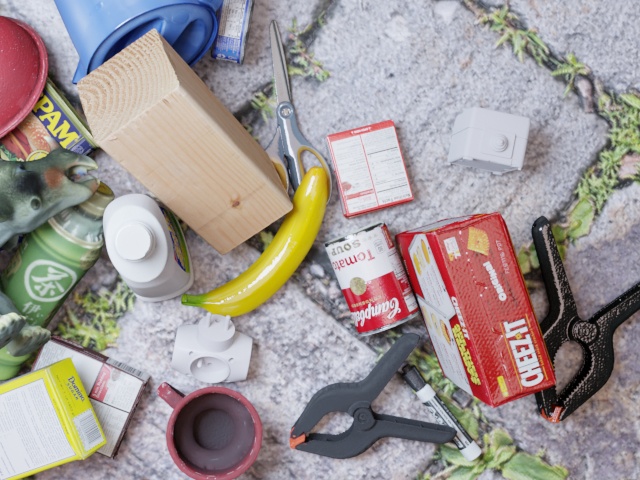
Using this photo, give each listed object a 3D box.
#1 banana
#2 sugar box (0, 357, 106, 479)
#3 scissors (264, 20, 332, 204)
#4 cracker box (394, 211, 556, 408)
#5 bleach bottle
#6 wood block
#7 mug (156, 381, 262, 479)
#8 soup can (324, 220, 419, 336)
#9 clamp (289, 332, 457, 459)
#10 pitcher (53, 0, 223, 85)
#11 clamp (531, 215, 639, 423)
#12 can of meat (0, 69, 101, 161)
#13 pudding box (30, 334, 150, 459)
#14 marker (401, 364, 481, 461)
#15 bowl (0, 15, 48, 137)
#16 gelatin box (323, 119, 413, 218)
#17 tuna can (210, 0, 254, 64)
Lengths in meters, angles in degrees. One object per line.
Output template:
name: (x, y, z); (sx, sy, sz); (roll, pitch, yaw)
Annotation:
banana: (-0.050, 0.014, 1.085); (0.198, 0.037, 0.069); (-46, 133, -1)
sugar box: (-0.298, 0.183, 1.031); (0.176, 0.048, 0.093); (-21, 92, 29)
scissors: (-0.051, -0.119, 1.108); (0.096, 0.016, 0.202); (-23, 91, -5)
cracker box: (0.144, 0.060, 1.024); (0.072, 0.214, 0.164); (-19, 91, -5)
bleach bottle: (-0.160, 0.010, 0.979); (0.068, 0.251, 0.102); (-17, 91, -5)
wood block: (-0.122, -0.086, 0.997); (0.091, 0.206, 0.090); (-33, 50, 8)
mug: (-0.116, 0.182, 1.066); (0.117, 0.081, 0.093); (37, 84, -2)
soup can: (0.052, 0.038, 1.090); (0.068, 0.068, 0.102); (-21, 92, -5)
clamp: (0.046, 0.166, 1.096); (0.171, 0.039, 0.120); (-13, 90, 0)
pitcher: (-0.198, -0.275, 1.015); (0.149, 0.145, 0.243); (-19, 71, -30)
clamp: (0.265, 0.086, 1.124); (0.164, 0.036, 0.210); (26, 88, -5)
can of meat: (-0.282, -0.108, 1.068); (0.084, 0.057, 0.102); (-39, 92, -2)
pudding box: (-0.241, 0.158, 1.078); (0.113, 0.039, 0.090); (24, 90, -2)
marker: (0.125, 0.179, 1.120); (0.020, 0.020, 0.121); (-39, 93, -4)
bowl: (-0.348, -0.167, 1.027); (0.162, 0.055, 0.162); (-6, 63, 11)
gelatin box: (0.050, -0.074, 1.110); (0.073, 0.030, 0.089); (-15, 91, -6)
tuna can: (-0.087, -0.222, 1.071); (0.033, 0.086, 0.086); (10, 89, -4)
